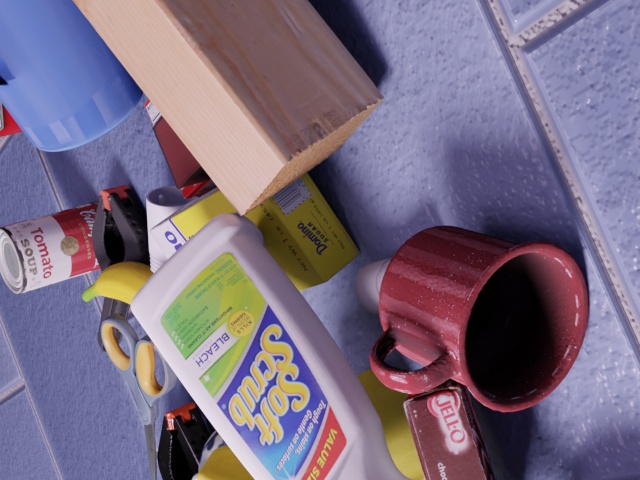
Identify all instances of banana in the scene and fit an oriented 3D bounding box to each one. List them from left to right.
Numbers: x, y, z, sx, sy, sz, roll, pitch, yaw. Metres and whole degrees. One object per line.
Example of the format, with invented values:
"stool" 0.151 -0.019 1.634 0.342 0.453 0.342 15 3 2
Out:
"banana" -0.129 0.072 0.934 0.198 0.037 0.070 35 132 23

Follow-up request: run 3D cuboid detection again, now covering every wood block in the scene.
"wood block" -0.068 -0.132 0.675 0.206 0.090 0.091 52 152 3

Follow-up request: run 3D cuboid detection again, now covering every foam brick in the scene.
"foam brick" -0.071 -0.077 0.765 0.053 0.078 0.051 -36 76 57

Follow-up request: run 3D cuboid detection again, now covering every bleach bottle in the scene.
"bleach bottle" -0.011 0.103 0.663 0.102 0.068 0.251 -44 67 5

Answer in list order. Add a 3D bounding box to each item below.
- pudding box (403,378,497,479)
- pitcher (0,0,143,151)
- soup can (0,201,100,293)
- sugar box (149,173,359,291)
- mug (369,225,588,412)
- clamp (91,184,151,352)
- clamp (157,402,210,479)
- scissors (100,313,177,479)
"pudding box" 0.084 0.138 0.638 0.090 0.039 0.113 4 -109 -80
"pitcher" -0.246 -0.187 0.842 0.242 0.149 0.145 63 180 -32
"soup can" -0.258 0.006 1.043 0.069 0.102 0.068 28 127 45
"sugar box" -0.055 0.001 0.792 0.093 0.048 0.177 56 144 -7
"mug" 0.077 0.044 0.587 0.082 0.117 0.093 20 141 55
"clamp" -0.171 0.037 0.994 0.120 0.039 0.171 11 113 33
"clamp" -0.108 0.257 1.010 0.165 0.036 0.210 18 120 45
"scissors" -0.171 0.141 0.982 0.096 0.016 0.202 40 139 19
